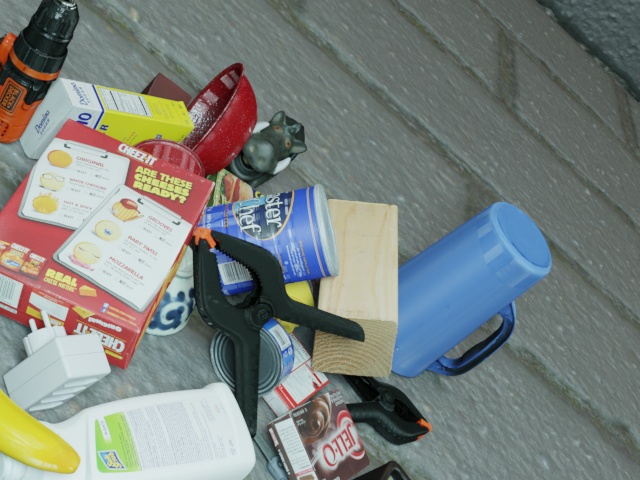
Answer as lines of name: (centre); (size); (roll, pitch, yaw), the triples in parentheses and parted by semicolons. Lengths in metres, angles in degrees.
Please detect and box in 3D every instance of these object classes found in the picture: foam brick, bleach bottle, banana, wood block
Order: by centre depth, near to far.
banana: (-0.264, 0.124, 0.865); (0.069, 0.037, 0.198); (-16, 43, -32)
bleach bottle: (-0.176, 0.180, 0.942); (0.250, 0.068, 0.103); (6, 48, -46)
wood block: (0.043, 0.052, 1.247); (0.090, 0.091, 0.206); (5, 39, 0)
foam brick: (-0.200, -0.157, 1.302); (0.053, 0.051, 0.078); (38, 32, -16)

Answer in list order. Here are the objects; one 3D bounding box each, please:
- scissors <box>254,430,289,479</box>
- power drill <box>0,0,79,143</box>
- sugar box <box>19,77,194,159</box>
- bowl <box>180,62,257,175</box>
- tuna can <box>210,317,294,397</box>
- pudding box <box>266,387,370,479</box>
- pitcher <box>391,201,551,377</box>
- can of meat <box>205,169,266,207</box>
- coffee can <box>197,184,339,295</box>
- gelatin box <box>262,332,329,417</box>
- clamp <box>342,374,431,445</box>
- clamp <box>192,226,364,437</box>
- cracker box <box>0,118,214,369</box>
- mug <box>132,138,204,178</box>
scissors: (-0.045, 0.246, 1.082); (0.201, 0.016, 0.096); (47, 29, -4)
power drill: (-0.345, -0.208, 1.058); (0.187, 0.185, 0.057); (35, 32, -5)
sugar box: (-0.234, -0.123, 1.177); (0.175, 0.093, 0.048); (0, 55, -52)
bowl: (-0.124, -0.130, 1.261); (0.055, 0.162, 0.162); (37, 32, -21)
tuna can: (-0.071, 0.120, 1.123); (0.086, 0.086, 0.033); (52, 29, 5)
pudding box: (-0.001, 0.212, 1.113); (0.113, 0.039, 0.090); (-14, 78, -60)
pitcher: (0.175, 0.066, 1.347); (0.149, 0.243, 0.145); (9, 51, -47)
can of meat: (-0.105, -0.031, 1.278); (0.083, 0.058, 0.102); (32, 34, -22)
coffee can: (-0.058, 0.001, 1.171); (0.102, 0.140, 0.103); (-11, 90, -84)
gelatin box: (-0.038, 0.150, 1.187); (0.073, 0.030, 0.089); (51, 30, 6)
clamp: (0.063, 0.185, 1.271); (0.171, 0.039, 0.120); (32, 38, -38)
clamp: (-0.054, 0.069, 1.058); (0.164, 0.036, 0.210); (-33, 109, -20)
cracker box: (-0.215, -0.001, 1.018); (0.164, 0.072, 0.213); (24, 44, -4)
mug: (-0.189, -0.056, 1.170); (0.117, 0.093, 0.081); (25, 42, -19)
